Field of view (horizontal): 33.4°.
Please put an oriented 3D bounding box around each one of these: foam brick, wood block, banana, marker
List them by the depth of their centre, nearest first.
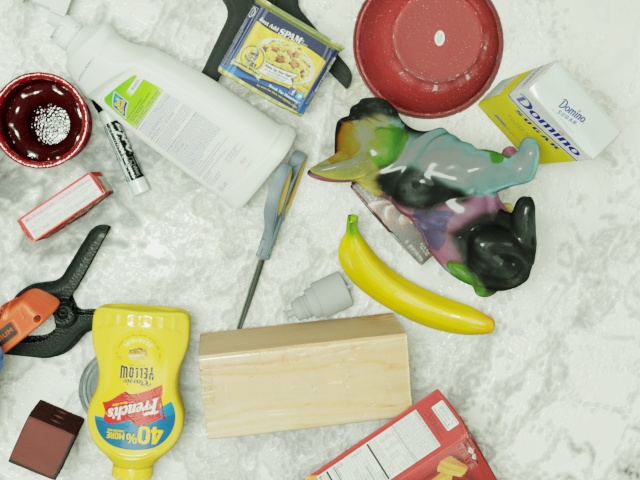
[{"bbox_3d":[-0.278,0.202,1.087,0.053,0.078,0.051,24,91,-8],"label":"foam brick"},{"bbox_3d":[-0.017,0.137,1.092,0.206,0.091,0.090,-6,100,-4],"label":"wood block"},{"bbox_3d":[-0.209,-0.104,1.102,0.020,0.020,0.121,-24,95,-2],"label":"marker"},{"bbox_3d":[0.088,0.050,1.112,0.197,0.070,0.037,35,56,-12],"label":"banana"}]

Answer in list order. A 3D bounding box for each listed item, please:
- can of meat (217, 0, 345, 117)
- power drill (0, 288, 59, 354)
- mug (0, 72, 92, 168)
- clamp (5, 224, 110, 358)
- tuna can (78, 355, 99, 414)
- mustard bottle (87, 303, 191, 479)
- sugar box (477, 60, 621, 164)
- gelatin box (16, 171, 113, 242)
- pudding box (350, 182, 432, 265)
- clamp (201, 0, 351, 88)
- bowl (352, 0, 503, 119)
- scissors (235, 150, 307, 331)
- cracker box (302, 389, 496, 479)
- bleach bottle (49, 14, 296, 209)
[{"bbox_3d":[-0.040,-0.182,1.060,0.102,0.057,0.084,29,100,-9],"label":"can of meat"},{"bbox_3d":[-0.343,0.019,1.028,0.185,0.057,0.187,-37,100,20],"label":"power drill"},{"bbox_3d":[-0.284,-0.123,1.064,0.117,0.081,0.093,24,92,-5],"label":"mug"},{"bbox_3d":[-0.262,0.060,1.099,0.171,0.039,0.120,-20,93,-2],"label":"clamp"},{"bbox_3d":[-0.206,0.152,1.111,0.086,0.034,0.086,0,94,-4],"label":"tuna can"},{"bbox_3d":[-0.183,0.162,1.066,0.096,0.058,0.191,4,94,-4],"label":"mustard bottle"},{"bbox_3d":[0.220,-0.121,1.052,0.048,0.176,0.093,-44,96,-1],"label":"sugar box"},{"bbox_3d":[-0.256,-0.034,1.076,0.089,0.073,0.030,-35,95,-1],"label":"gelatin box"},{"bbox_3d":[0.100,-0.044,1.117,0.090,0.039,0.113,-41,96,-2],"label":"pudding box"},{"bbox_3d":[-0.050,-0.243,1.096,0.164,0.036,0.210,-1,98,-6],"label":"clamp"},{"bbox_3d":[0.116,-0.207,1.101,0.162,0.055,0.162,0,94,-4],"label":"bowl"},{"bbox_3d":[-0.057,0.001,1.087,0.016,0.096,0.202,21,89,8],"label":"scissors"},{"bbox_3d":[0.071,0.268,1.077,0.213,0.072,0.164,-34,137,-2],"label":"cracker box"},{"bbox_3d":[-0.153,-0.142,1.061,0.250,0.068,0.103,37,121,-10],"label":"bleach bottle"}]
